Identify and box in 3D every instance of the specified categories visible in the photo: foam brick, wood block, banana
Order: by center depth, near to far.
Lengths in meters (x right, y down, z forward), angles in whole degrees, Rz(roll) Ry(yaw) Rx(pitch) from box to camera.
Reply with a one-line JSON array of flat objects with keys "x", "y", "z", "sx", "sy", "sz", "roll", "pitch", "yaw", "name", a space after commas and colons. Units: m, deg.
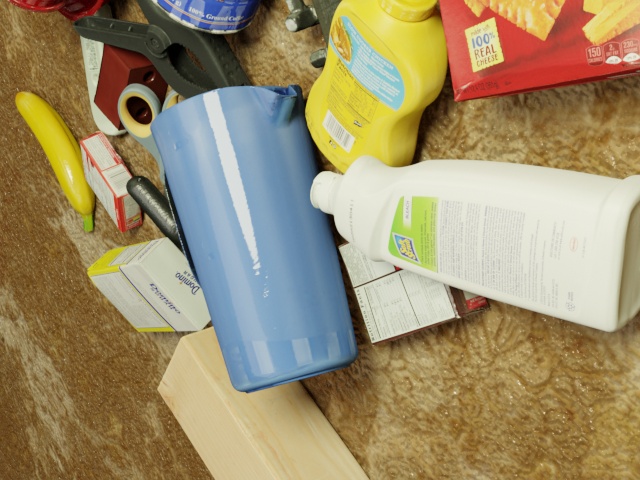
[{"x": -0.057, "y": 0.185, "z": 1.021, "sx": 0.206, "sy": 0.090, "sz": 0.091, "roll": 52, "pitch": 137, "yaw": 25, "name": "wood block"}, {"x": -0.190, "y": -0.161, "z": 1.081, "sx": 0.051, "sy": 0.052, "sz": 0.078, "roll": 46, "pitch": 135, "yaw": 29, "name": "foam brick"}, {"x": -0.313, "y": -0.106, "z": 1.259, "sx": 0.070, "sy": 0.037, "sz": 0.198, "roll": -43, "pitch": 70, "yaw": 47, "name": "banana"}]

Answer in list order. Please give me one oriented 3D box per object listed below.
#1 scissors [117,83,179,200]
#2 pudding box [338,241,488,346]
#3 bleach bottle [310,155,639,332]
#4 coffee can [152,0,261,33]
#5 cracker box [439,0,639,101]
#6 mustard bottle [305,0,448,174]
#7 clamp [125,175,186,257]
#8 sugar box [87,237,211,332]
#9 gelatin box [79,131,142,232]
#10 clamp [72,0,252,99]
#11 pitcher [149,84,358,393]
[{"x": -0.169, "y": -0.079, "z": 1.081, "sx": 0.096, "sy": 0.016, "sz": 0.202, "roll": 22, "pitch": 128, "yaw": -2, "name": "scissors"}, {"x": 0.071, "y": 0.028, "z": 0.850, "sx": 0.114, "sy": 0.039, "sz": 0.090, "roll": -25, "pitch": 83, "yaw": 53, "name": "pudding box"}, {"x": 0.100, "y": -0.017, "z": 0.741, "sx": 0.251, "sy": 0.067, "sz": 0.102, "roll": 16, "pitch": 117, "yaw": 34, "name": "bleach bottle"}, {"x": -0.077, "y": -0.255, "z": 0.869, "sx": 0.103, "sy": 0.102, "sz": 0.140, "roll": 54, "pitch": 138, "yaw": 22, "name": "coffee can"}, {"x": 0.143, "y": -0.202, "z": 0.650, "sx": 0.164, "sy": 0.071, "sz": 0.214, "roll": -1, "pitch": 102, "yaw": 50, "name": "cracker box"}, {"x": 0.045, "y": -0.127, "z": 0.775, "sx": 0.096, "sy": 0.058, "sz": 0.192, "roll": 50, "pitch": 150, "yaw": 21, "name": "mustard bottle"}, {"x": -0.131, "y": 0.016, "z": 1.080, "sx": 0.172, "sy": 0.039, "sz": 0.120, "roll": 37, "pitch": 153, "yaw": 28, "name": "clamp"}, {"x": -0.172, "y": 0.048, "z": 1.098, "sx": 0.093, "sy": 0.048, "sz": 0.177, "roll": 51, "pitch": 153, "yaw": -17, "name": "sugar box"}, {"x": -0.228, "y": -0.064, "z": 1.165, "sx": 0.089, "sy": 0.030, "sz": 0.073, "roll": 53, "pitch": 158, "yaw": 23, "name": "gelatin box"}, {"x": -0.141, "y": -0.196, "z": 0.969, "sx": 0.210, "sy": 0.036, "sz": 0.165, "roll": 38, "pitch": 145, "yaw": 12, "name": "clamp"}, {"x": -0.056, "y": 0.001, "z": 0.897, "sx": 0.149, "sy": 0.145, "sz": 0.243, "roll": 56, "pitch": -161, "yaw": -82, "name": "pitcher"}]
